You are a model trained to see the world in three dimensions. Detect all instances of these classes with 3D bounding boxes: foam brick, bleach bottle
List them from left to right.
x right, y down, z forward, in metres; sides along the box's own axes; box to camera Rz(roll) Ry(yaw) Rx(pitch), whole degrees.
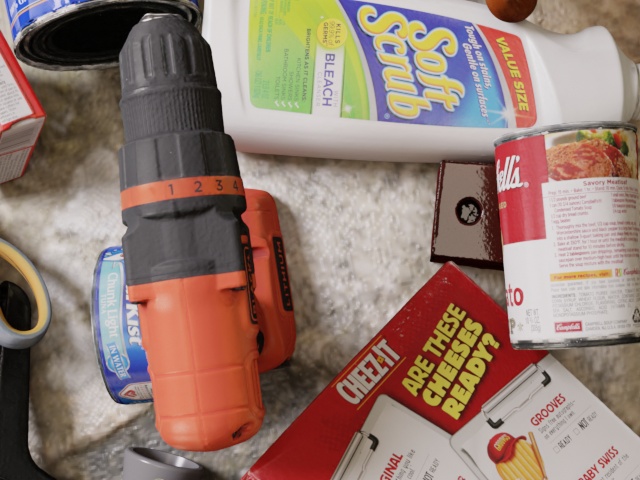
[{"bbox_3d":[0.063,-0.093,0.581,0.251,0.068,0.102,2,84,1],"label":"bleach bottle"},{"bbox_3d":[0.100,-0.011,0.574,0.078,0.051,0.053,5,85,4],"label":"foam brick"}]

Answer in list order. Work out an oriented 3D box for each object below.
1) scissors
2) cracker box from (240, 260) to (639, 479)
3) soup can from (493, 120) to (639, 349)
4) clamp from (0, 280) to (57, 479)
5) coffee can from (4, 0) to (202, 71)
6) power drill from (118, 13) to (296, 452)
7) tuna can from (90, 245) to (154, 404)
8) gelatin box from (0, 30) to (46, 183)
[{"bbox_3d":[-0.227,-0.013,0.581,0.202,0.016,0.096,47,51,12],"label":"scissors"},{"bbox_3d":[0.084,0.141,0.518,0.214,0.072,0.164,43,56,7],"label":"cracker box"},{"bbox_3d":[0.121,-0.001,0.512,0.068,0.068,0.102,-4,86,3],"label":"soup can"},{"bbox_3d":[-0.173,0.132,0.563,0.164,0.036,0.210,-41,96,-36],"label":"clamp"},{"bbox_3d":[-0.129,-0.176,0.580,0.103,0.103,0.140,-14,84,2],"label":"coffee can"},{"bbox_3d":[-0.053,0.001,0.515,0.057,0.187,0.184,-6,85,4],"label":"power drill"},{"bbox_3d":[-0.093,0.043,0.564,0.034,0.086,0.086,-6,84,4],"label":"tuna can"},{"bbox_3d":[-0.185,-0.076,0.581,0.030,0.089,0.073,-26,84,-29],"label":"gelatin box"}]
